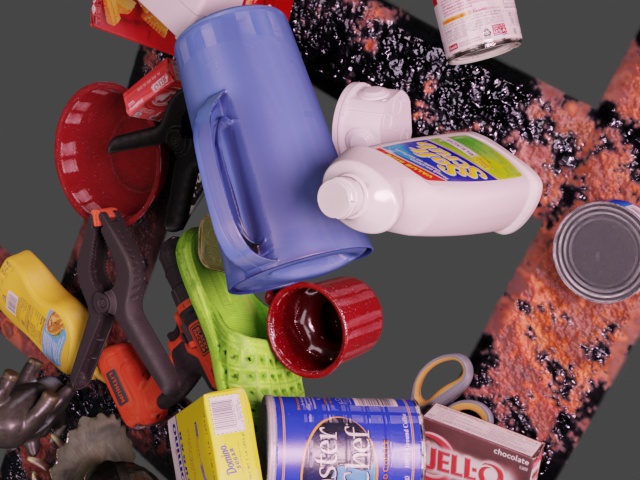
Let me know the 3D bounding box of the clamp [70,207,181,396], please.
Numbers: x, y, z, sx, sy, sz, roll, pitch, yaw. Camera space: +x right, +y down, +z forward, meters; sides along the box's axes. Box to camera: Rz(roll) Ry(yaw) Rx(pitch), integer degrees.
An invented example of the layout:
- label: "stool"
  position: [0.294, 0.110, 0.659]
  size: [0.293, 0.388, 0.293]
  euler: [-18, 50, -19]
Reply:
- label: "clamp"
  position: [-0.230, 0.072, 1.162]
  size: [0.165, 0.036, 0.210]
  euler: [-12, 89, 37]

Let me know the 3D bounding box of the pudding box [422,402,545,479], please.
- label: "pudding box"
  position: [0.141, 0.210, 0.978]
  size: [0.114, 0.039, 0.090]
  euler: [16, 116, 23]

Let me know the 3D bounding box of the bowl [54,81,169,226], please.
- label: "bowl"
  position: [-0.220, -0.095, 1.184]
  size: [0.162, 0.055, 0.162]
  euler: [6, 100, 33]

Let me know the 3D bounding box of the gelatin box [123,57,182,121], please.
- label: "gelatin box"
  position: [-0.148, -0.152, 1.105]
  size: [0.073, 0.089, 0.030]
  euler: [-30, 70, 33]

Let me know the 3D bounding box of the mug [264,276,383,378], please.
- label: "mug"
  position: [-0.001, 0.075, 1.043]
  size: [0.117, 0.081, 0.093]
  euler: [27, 111, 28]

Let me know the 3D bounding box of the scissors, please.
- label: "scissors"
  position: [0.092, 0.192, 1.037]
  size: [0.096, 0.016, 0.202]
  euler: [47, 120, 20]

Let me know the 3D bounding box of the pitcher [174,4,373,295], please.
- label: "pitcher"
  position: [-0.054, -0.080, 0.943]
  size: [0.149, 0.144, 0.243]
  euler: [135, 119, -71]

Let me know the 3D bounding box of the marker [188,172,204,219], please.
- label: "marker"
  position: [-0.131, -0.057, 1.150]
  size: [0.020, 0.020, 0.121]
  euler: [46, 119, 20]

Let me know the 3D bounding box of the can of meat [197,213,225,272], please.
- label: "can of meat"
  position: [-0.057, 0.001, 1.069]
  size: [0.102, 0.083, 0.057]
  euler: [9, 102, 33]

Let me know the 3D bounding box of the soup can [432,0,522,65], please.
- label: "soup can"
  position: [0.130, -0.210, 0.921]
  size: [0.069, 0.068, 0.102]
  euler: [-14, 90, 35]

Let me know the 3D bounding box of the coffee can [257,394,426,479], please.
- label: "coffee can"
  position: [0.016, 0.194, 0.975]
  size: [0.140, 0.103, 0.103]
  euler: [2, 101, -8]

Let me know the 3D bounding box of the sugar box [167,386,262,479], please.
- label: "sugar box"
  position: [-0.104, 0.200, 1.007]
  size: [0.176, 0.048, 0.093]
  euler: [139, 123, -63]

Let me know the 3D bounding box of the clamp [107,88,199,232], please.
- label: "clamp"
  position: [-0.145, -0.104, 1.076]
  size: [0.120, 0.039, 0.172]
  euler: [41, 116, 8]

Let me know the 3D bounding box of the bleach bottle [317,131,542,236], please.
- label: "bleach bottle"
  position: [0.085, -0.040, 0.865]
  size: [0.103, 0.250, 0.068]
  euler: [40, 117, 23]

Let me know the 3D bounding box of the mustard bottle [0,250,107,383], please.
- label: "mustard bottle"
  position: [-0.309, 0.103, 1.270]
  size: [0.192, 0.058, 0.096]
  euler: [40, 131, 23]

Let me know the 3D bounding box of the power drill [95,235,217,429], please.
- label: "power drill"
  position: [-0.168, 0.111, 1.174]
  size: [0.188, 0.057, 0.184]
  euler: [-37, 73, 35]

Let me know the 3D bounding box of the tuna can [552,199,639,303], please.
- label: "tuna can"
  position: [0.242, 0.008, 0.897]
  size: [0.086, 0.033, 0.086]
  euler: [6, 100, 34]
